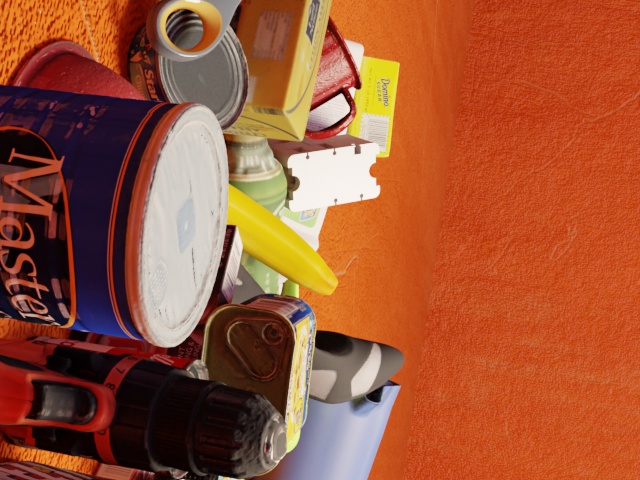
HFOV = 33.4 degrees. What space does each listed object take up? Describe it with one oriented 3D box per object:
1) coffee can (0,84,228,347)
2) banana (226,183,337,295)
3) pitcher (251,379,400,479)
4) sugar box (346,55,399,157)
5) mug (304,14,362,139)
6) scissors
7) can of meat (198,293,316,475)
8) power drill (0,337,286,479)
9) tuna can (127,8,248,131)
[{"bbox_3d":[-0.122,-0.015,0.461,0.102,0.140,0.103,8,90,-78],"label":"coffee can"},{"bbox_3d":[-0.064,-0.012,0.811,0.197,0.037,0.070,31,20,-42],"label":"banana"},{"bbox_3d":[-0.015,0.244,1.151,0.149,0.145,0.243,25,81,-73],"label":"pitcher"},{"bbox_3d":[0.021,-0.130,1.076,0.176,0.048,0.093,-167,-96,-71],"label":"sugar box"},{"bbox_3d":[-0.017,-0.135,0.883,0.117,0.081,0.093,58,-3,8],"label":"mug"},{"bbox_3d":[-0.048,-0.159,0.725,0.201,0.016,0.096,4,80,-41],"label":"scissors"},{"bbox_3d":[-0.038,0.086,0.675,0.084,0.057,0.102,-20,118,-78],"label":"can of meat"},{"bbox_3d":[-0.125,0.068,0.445,0.187,0.185,0.057,30,68,-66],"label":"power drill"},{"bbox_3d":[-0.089,-0.113,0.723,0.085,0.034,0.086,9,79,-51],"label":"tuna can"}]
